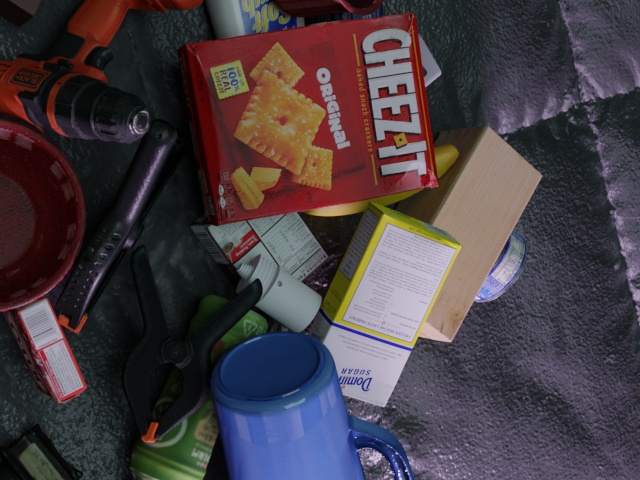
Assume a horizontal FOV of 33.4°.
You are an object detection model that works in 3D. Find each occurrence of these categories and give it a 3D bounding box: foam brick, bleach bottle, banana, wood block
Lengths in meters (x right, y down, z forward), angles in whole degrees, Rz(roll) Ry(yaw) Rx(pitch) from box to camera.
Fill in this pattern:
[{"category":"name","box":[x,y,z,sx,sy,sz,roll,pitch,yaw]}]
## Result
[{"category":"foam brick","box":[-0.257,-0.233,0.916,0.053,0.051,0.078,31,76,-25]},{"category":"bleach bottle","box":[-0.054,-0.212,1.023,0.102,0.068,0.251,-21,103,-30]},{"category":"banana","box":[0.043,-0.057,1.071,0.197,0.070,0.037,-8,53,-16]},{"category":"wood block","box":[0.130,-0.008,1.111,0.090,0.090,0.206,37,74,-24]}]

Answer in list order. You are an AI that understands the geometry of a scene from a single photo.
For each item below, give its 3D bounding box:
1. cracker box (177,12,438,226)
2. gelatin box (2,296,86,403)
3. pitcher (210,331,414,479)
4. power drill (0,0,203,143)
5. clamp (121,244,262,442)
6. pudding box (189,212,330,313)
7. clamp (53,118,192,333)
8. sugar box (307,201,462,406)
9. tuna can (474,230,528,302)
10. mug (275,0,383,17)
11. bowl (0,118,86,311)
[{"category":"cracker box","box":[-0.010,-0.111,0.971,0.213,0.072,0.164,-10,98,-12]},{"category":"gelatin box","box":[-0.239,0.091,0.918,0.030,0.073,0.089,-27,104,-25]},{"category":"pitcher","box":[-0.013,0.204,0.961,0.149,0.145,0.243,-33,128,-31]},{"category":"power drill","box":[-0.177,-0.165,0.900,0.187,0.185,0.057,-56,145,-24]},{"category":"clamp","box":[-0.118,0.095,0.944,0.120,0.039,0.171,7,84,-1]},{"category":"pudding box","box":[-0.057,0.001,1.037,0.090,0.039,0.113,-42,112,-20]},{"category":"clamp","box":[-0.173,-0.017,0.942,0.036,0.164,0.210,30,99,-2]},{"category":"sugar box","box":[0.053,0.061,1.001,0.093,0.048,0.176,21,103,-24]},{"category":"tuna can","box":[0.178,0.022,1.140,0.033,0.086,0.086,37,74,-23]},{"category":"mug","box":[0.001,-0.259,0.972,0.093,0.082,0.117,-43,123,-40]},{"category":"bowl","box":[-0.281,-0.019,0.894,0.161,0.055,0.162,2,83,-21]}]
